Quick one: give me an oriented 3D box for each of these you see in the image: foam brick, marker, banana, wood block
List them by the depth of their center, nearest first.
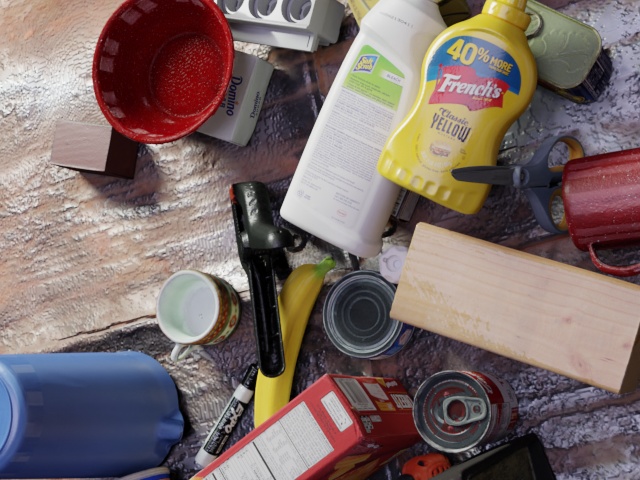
[{"bbox_3d":[0.178,0.057,0.928,0.206,0.090,0.090,17,91,25],"label":"wood block"},{"bbox_3d":[-0.034,0.104,1.036,0.037,0.070,0.198,15,93,-12],"label":"banana"},{"bbox_3d":[-0.089,0.174,1.075,0.020,0.020,0.121,34,98,24],"label":"marker"},{"bbox_3d":[-0.245,-0.099,1.159,0.078,0.053,0.051,10,88,25],"label":"foam brick"}]

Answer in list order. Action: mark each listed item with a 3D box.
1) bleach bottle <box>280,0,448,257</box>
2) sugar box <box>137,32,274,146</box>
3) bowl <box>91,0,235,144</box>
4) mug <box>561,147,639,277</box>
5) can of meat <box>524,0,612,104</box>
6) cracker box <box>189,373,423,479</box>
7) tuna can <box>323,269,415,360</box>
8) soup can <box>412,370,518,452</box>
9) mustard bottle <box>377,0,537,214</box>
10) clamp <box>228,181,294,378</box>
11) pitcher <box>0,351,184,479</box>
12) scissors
[{"bbox_3d":[0.056,-0.117,0.965,0.103,0.068,0.251,27,101,15],"label":"bleach bottle"},{"bbox_3d":[-0.143,-0.167,1.126,0.176,0.048,0.093,20,93,21],"label":"sugar box"},{"bbox_3d":[-0.147,-0.172,1.072,0.162,0.055,0.162,-2,85,22],"label":"bowl"},{"bbox_3d":[0.253,-0.024,0.899,0.082,0.093,0.117,-8,65,25],"label":"mug"},{"bbox_3d":[0.204,-0.166,0.945,0.102,0.083,0.057,32,97,24],"label":"can of meat"},{"bbox_3d":[-0.022,0.209,0.961,0.214,0.164,0.072,-40,68,15],"label":"cracker box"},{"bbox_3d":[0.046,0.071,1.017,0.086,0.033,0.086,-3,83,24],"label":"tuna can"},{"bbox_3d":[0.129,0.148,0.933,0.069,0.102,0.068,-3,83,24],"label":"soup can"},{"bbox_3d":[0.128,-0.125,0.898,0.096,0.058,0.192,26,99,15],"label":"mustard bottle"},{"bbox_3d":[-0.057,0.001,1.010,0.036,0.165,0.210,-3,45,-13],"label":"clamp"},{"bbox_3d":[-0.261,0.167,1.031,0.149,0.242,0.145,-36,69,15],"label":"pitcher"},{"bbox_3d":[0.171,-0.036,0.898,0.016,0.201,0.096,4,110,41],"label":"scissors"}]
